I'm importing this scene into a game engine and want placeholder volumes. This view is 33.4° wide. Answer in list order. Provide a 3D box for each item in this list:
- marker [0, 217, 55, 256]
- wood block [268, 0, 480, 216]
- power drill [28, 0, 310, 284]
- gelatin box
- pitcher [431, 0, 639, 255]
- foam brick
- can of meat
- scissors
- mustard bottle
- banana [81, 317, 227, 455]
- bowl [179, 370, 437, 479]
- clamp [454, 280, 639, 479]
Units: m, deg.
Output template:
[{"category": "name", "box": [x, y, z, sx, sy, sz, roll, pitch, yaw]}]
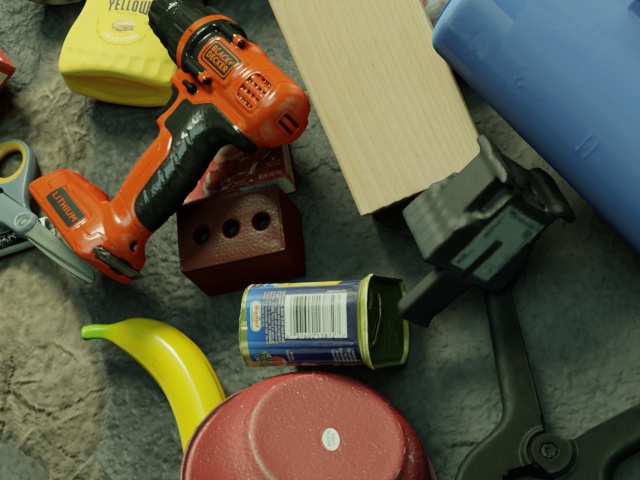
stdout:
[{"category": "marker", "box": [-0.265, 0.009, 0.831, 0.121, 0.020, 0.020, -18, 63, 9]}, {"category": "wood block", "box": [0.030, -0.127, 0.713, 0.091, 0.090, 0.206, -23, 89, 7]}, {"category": "power drill", "box": [-0.116, -0.077, 0.746, 0.188, 0.057, 0.185, -47, 49, 4]}, {"category": "gelatin box", "box": [-0.068, -0.062, 0.795, 0.089, 0.030, 0.073, -15, 64, 10]}, {"category": "pitcher", "box": [0.190, -0.083, 0.614, 0.243, 0.145, 0.149, 43, 98, 5]}, {"category": "foam brick", "box": [-0.055, 0.001, 0.751, 0.078, 0.051, 0.053, -13, 64, 11]}, {"category": "can of meat", "box": [0.004, 0.053, 0.682, 0.084, 0.102, 0.057, -3, 85, 18]}, {"category": "scissors", "box": [-0.217, -0.029, 0.813, 0.202, 0.016, 0.096, 14, 63, 34]}, {"category": "mustard bottle", "box": [-0.142, -0.204, 0.862, 0.096, 0.058, 0.191, 7, 68, 7]}, {"category": "banana", "box": [-0.092, 0.121, 0.719, 0.069, 0.037, 0.198, -36, 61, 6]}, {"category": "bowl", "box": [-0.001, 0.131, 0.632, 0.162, 0.055, 0.162, 7, 45, -7]}, {"category": "clamp", "box": [0.150, 0.129, 0.640, 0.165, 0.036, 0.210, 14, 69, 25]}]
